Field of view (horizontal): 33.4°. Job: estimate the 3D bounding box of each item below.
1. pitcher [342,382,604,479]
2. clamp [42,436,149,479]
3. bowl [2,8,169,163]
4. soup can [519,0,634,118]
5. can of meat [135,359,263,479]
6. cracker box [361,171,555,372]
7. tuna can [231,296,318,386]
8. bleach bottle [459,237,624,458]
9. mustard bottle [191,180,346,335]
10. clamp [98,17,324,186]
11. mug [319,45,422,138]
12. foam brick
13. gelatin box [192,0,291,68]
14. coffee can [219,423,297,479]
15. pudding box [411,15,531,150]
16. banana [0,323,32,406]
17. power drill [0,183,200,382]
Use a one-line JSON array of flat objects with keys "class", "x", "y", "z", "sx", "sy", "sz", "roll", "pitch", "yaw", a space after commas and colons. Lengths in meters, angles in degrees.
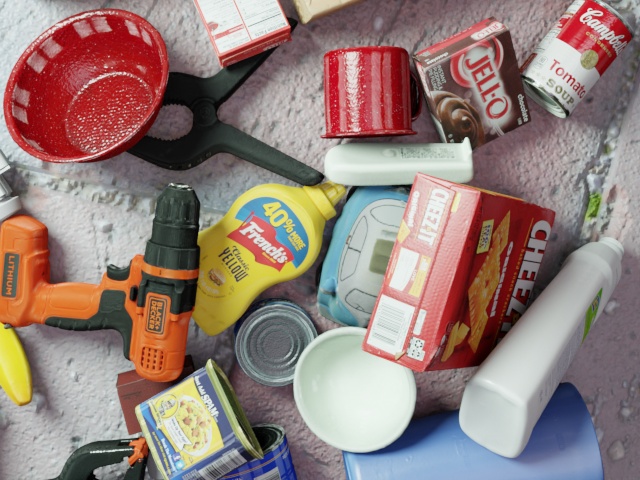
[{"class": "pitcher", "x": 0.150, "y": 0.235, "z": 1.052, "sx": 0.242, "sy": 0.149, "sz": 0.145, "roll": -11, "pitch": 103, "yaw": -2}, {"class": "clamp", "x": -0.227, "y": 0.258, "z": 1.046, "sx": 0.172, "sy": 0.039, "sz": 0.120, "roll": -31, "pitch": 109, "yaw": 16}, {"class": "bowl", "x": -0.204, "y": -0.130, "z": 0.974, "sx": 0.162, "sy": 0.055, "sz": 0.162, "roll": -7, "pitch": 64, "yaw": 13}, {"class": "soup can", "x": 0.246, "y": -0.179, "z": 1.040, "sx": 0.068, "sy": 0.068, "sz": 0.102, "roll": 39, "pitch": 92, "yaw": -11}, {"class": "can of meat", "x": -0.112, "y": 0.174, "z": 0.978, "sx": 0.084, "sy": 0.102, "sz": 0.057, "roll": -30, "pitch": 145, "yaw": 0}, {"class": "cracker box", "x": 0.136, "y": 0.033, "z": 0.986, "sx": 0.072, "sy": 0.213, "sz": 0.164, "roll": 20, "pitch": 97, "yaw": 30}, {"class": "tuna can", "x": -0.044, "y": 0.101, "z": 1.060, "sx": 0.086, "sy": 0.034, "sz": 0.086, "roll": -1, "pitch": 98, "yaw": -7}, {"class": "bleach bottle", "x": 0.226, "y": 0.087, "z": 1.031, "sx": 0.068, "sy": 0.102, "sz": 0.250, "roll": 28, "pitch": 52, "yaw": 23}, {"class": "mustard bottle", "x": -0.057, "y": 0.001, "z": 1.032, "sx": 0.191, "sy": 0.058, "sz": 0.096, "roll": -35, "pitch": 96, "yaw": -2}, {"class": "clamp", "x": -0.104, "y": -0.128, "z": 1.014, "sx": 0.210, "sy": 0.036, "sz": 0.164, "roll": -3, "pitch": 83, "yaw": -1}, {"class": "mug", "x": 0.054, "y": -0.140, "z": 1.017, "sx": 0.117, "sy": 0.093, "sz": 0.081, "roll": -5, "pitch": 95, "yaw": -38}, {"class": "foam brick", "x": -0.156, "y": 0.150, "z": 1.044, "sx": 0.078, "sy": 0.051, "sz": 0.053, "roll": -14, "pitch": 99, "yaw": -5}, {"class": "gelatin box", "x": -0.076, "y": -0.215, "z": 0.999, "sx": 0.073, "sy": 0.030, "sz": 0.089, "roll": -23, "pitch": 77, "yaw": -3}, {"class": "coffee can", "x": -0.066, "y": 0.265, "z": 1.045, "sx": 0.102, "sy": 0.103, "sz": 0.140, "roll": -16, "pitch": 100, "yaw": -5}, {"class": "pudding box", "x": 0.146, "y": -0.146, "z": 1.025, "sx": 0.090, "sy": 0.039, "sz": 0.113, "roll": -26, "pitch": 130, "yaw": -2}, {"class": "banana", "x": -0.336, "y": 0.072, "z": 1.006, "sx": 0.197, "sy": 0.037, "sz": 0.069, "roll": 45, "pitch": 47, "yaw": -16}, {"class": "power drill", "x": -0.203, "y": 0.027, "z": 0.985, "sx": 0.188, "sy": 0.057, "sz": 0.184, "roll": 10, "pitch": 98, "yaw": 14}]
